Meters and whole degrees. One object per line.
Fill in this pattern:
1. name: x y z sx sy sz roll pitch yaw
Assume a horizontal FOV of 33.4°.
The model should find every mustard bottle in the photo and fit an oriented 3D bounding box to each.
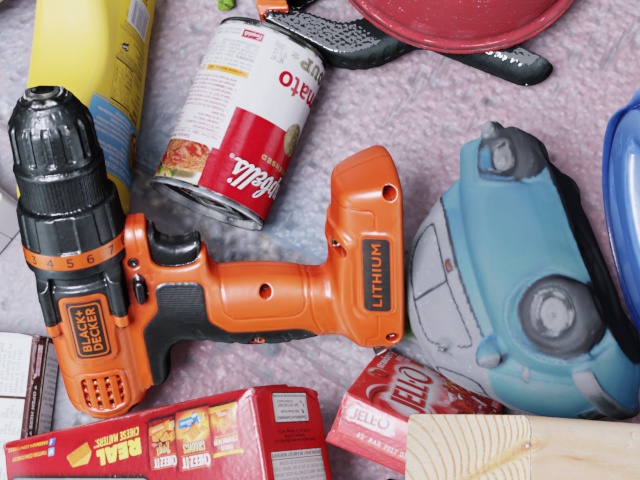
1. mustard bottle: -0.132 -0.068 0.596 0.058 0.096 0.191 2 78 7

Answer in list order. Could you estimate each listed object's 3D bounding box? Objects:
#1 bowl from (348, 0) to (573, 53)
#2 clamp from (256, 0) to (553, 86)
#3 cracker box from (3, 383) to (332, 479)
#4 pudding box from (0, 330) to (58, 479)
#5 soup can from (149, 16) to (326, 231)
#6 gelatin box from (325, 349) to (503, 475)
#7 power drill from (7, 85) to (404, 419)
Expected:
1. bowl: 0.079 -0.187 0.583 0.162 0.055 0.162 0 79 -1
2. clamp: 0.052 -0.132 0.619 0.171 0.039 0.120 -15 73 3
3. cracker box: -0.065 0.189 0.519 0.164 0.072 0.214 -17 76 28
4. pudding box: -0.209 0.094 0.600 0.113 0.039 0.090 2 78 9
5. soup can: -0.045 -0.065 0.600 0.068 0.068 0.102 20 80 11
6. gelatin box: 0.051 0.090 0.542 0.073 0.089 0.030 23 104 12
7. power drill: -0.054 0.001 0.539 0.187 0.184 0.057 -7 33 -3
